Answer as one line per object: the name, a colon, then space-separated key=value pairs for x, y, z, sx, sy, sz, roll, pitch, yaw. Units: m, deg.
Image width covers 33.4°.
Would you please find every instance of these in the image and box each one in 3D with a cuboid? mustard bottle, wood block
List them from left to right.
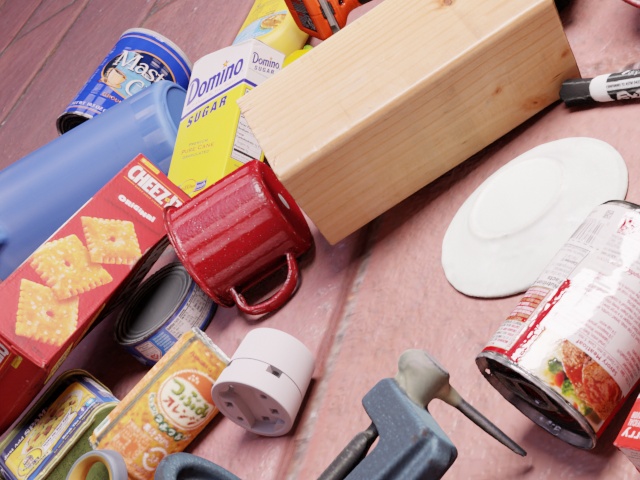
mustard bottle: x=-0.052 y=-0.210 z=1.115 sx=0.096 sy=0.058 sz=0.191 roll=-17 pitch=37 yaw=38
wood block: x=0.060 y=-0.102 z=0.729 sx=0.206 sy=0.090 sz=0.091 roll=-33 pitch=50 yaw=6

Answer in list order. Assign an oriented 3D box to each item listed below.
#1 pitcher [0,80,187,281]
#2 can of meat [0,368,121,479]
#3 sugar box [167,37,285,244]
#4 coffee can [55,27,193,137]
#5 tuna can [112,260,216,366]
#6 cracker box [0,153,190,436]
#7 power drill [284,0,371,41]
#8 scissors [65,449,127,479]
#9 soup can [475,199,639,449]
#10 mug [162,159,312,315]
pitcher: x=-0.216 y=-0.056 z=1.062 sx=0.243 sy=0.144 sz=0.149 roll=-29 pitch=43 yaw=19
can of meat: x=-0.183 y=0.153 z=0.784 sx=0.102 sy=0.057 sz=0.084 roll=-51 pitch=30 yaw=-14
sugar box: x=-0.089 y=-0.083 z=0.938 sx=0.094 sy=0.048 sz=0.176 roll=-10 pitch=67 yaw=48
coffee can: x=-0.220 y=-0.157 z=1.216 sx=0.103 sy=0.102 sz=0.140 roll=-9 pitch=43 yaw=48
tuna can: x=-0.125 y=0.059 z=0.861 sx=0.086 sy=0.033 sz=0.086 roll=-32 pitch=30 yaw=21
cracker box: x=-0.206 y=0.049 z=0.853 sx=0.164 sy=0.072 sz=0.213 roll=-46 pitch=5 yaw=44
power drill: x=0.056 y=-0.262 z=1.009 sx=0.187 sy=0.057 sz=0.184 roll=-31 pitch=21 yaw=-4
scissors: x=-0.182 y=0.200 z=0.716 sx=0.202 sy=0.016 sz=0.096 roll=-22 pitch=71 yaw=34
soup can: x=0.132 y=0.039 z=0.512 sx=0.102 sy=0.068 sz=0.069 roll=-50 pitch=28 yaw=-12
mug: x=-0.055 y=0.001 z=0.806 sx=0.081 sy=0.093 sz=0.117 roll=-32 pitch=60 yaw=11
